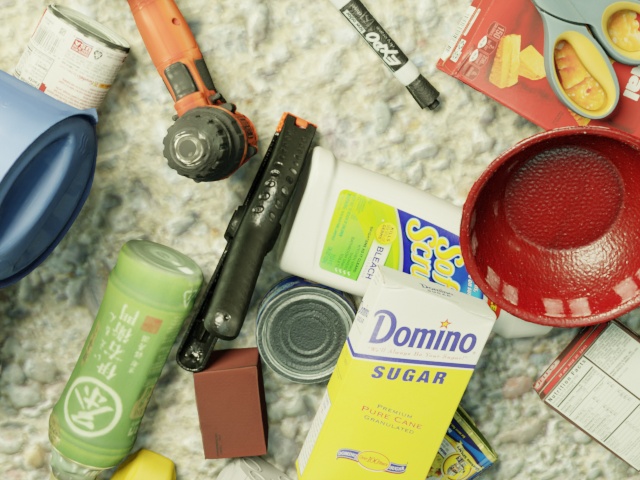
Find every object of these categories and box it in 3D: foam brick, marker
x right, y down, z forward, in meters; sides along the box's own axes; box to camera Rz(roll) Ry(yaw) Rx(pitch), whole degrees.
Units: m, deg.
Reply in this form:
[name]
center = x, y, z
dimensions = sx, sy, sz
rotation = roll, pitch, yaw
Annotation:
[foam brick]
center = -0.072, 0.131, 0.868
dimensions = 0.053, 0.051, 0.078
rotation = -5, 105, 1
[marker]
center = 0.050, -0.147, 0.814
dimensions = 0.020, 0.020, 0.121
rotation = -40, 102, 8

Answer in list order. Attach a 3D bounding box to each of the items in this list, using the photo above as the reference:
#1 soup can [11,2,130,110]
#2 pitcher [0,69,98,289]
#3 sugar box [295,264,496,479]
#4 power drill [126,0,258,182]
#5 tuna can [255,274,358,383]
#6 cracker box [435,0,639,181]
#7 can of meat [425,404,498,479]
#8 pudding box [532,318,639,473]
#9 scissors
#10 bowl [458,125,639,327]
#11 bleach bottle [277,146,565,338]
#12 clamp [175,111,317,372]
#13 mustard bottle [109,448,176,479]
[soup can]
center = -0.193, -0.115, 0.790
dimensions = 0.068, 0.068, 0.102
rotation = 29, 102, -9
[pitcher]
center = -0.284, -0.074, 0.707
dimensions = 0.243, 0.149, 0.145
rotation = 30, 101, 10
[sugar box]
center = 0.055, 0.116, 0.808
dimensions = 0.093, 0.048, 0.176
rotation = 18, 106, -11
[power drill]
center = -0.107, -0.127, 0.741
dimensions = 0.057, 0.184, 0.187
rotation = -25, 95, 4
[tuna can]
center = -0.010, 0.072, 0.862
dimensions = 0.086, 0.034, 0.086
rotation = 0, 105, -1
[cracker box]
center = 0.220, -0.146, 0.791
dimensions = 0.213, 0.072, 0.164
rotation = 28, 103, -9
[can of meat]
center = 0.084, 0.166, 0.879
dimensions = 0.084, 0.057, 0.102
rotation = -39, 102, 7
[pudding box]
center = 0.247, 0.124, 0.882
dimensions = 0.113, 0.039, 0.090
rotation = 37, 101, -8
[scissors]
center = 0.168, -0.179, 0.730
dimensions = 0.096, 0.016, 0.201
rotation = -28, 108, 2
[bowl]
center = 0.181, -0.018, 0.776
dimensions = 0.162, 0.055, 0.162
rotation = 2, 119, 4
[bleach bottle]
center = 0.098, 0.011, 0.836
dimensions = 0.250, 0.068, 0.103
rotation = 17, 103, -8
[clamp]
center = -0.055, 0.001, 0.802
dimensions = 0.036, 0.165, 0.210
rotation = 25, 64, -9
[mustard bottle]
center = -0.154, 0.243, 0.822
dimensions = 0.058, 0.191, 0.096
rotation = 26, 102, -8
